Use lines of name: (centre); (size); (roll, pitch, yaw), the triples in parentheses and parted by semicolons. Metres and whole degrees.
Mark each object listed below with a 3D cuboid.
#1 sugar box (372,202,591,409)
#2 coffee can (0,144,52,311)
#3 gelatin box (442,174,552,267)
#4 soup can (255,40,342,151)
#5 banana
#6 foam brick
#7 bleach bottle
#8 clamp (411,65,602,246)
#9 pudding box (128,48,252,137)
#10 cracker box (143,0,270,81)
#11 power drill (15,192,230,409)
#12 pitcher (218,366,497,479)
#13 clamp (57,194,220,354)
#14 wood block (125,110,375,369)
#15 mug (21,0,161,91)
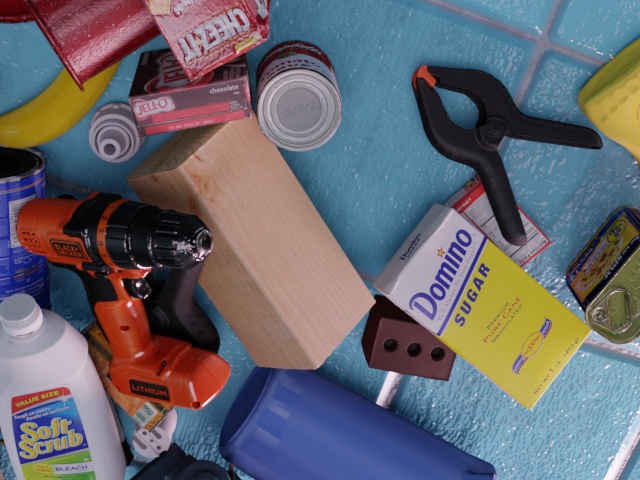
sugar box: (0.141, 0.057, 0.922); (0.176, 0.048, 0.093); (38, 87, -19)
coffee can: (-0.279, 0.000, 0.891); (0.102, 0.103, 0.140); (2, 112, -4)
gelatin box: (0.149, -0.008, 0.949); (0.073, 0.030, 0.089); (-42, 108, 12)
soup can: (-0.019, -0.117, 0.857); (0.068, 0.102, 0.068); (-1, 112, -2)
banana: (-0.208, -0.138, 0.874); (0.198, 0.037, 0.069); (-42, 107, 13)
foam brick: (0.082, 0.088, 0.972); (0.078, 0.051, 0.053); (10, 111, -7)
bleach bottle: (-0.233, 0.136, 0.902); (0.102, 0.068, 0.251); (-1, 137, 3)
clamp: (0.141, -0.078, 0.899); (0.171, 0.039, 0.120); (30, 80, -3)
pudding box: (-0.100, -0.124, 0.844); (0.090, 0.113, 0.039); (-9, 115, 1)
cracker box: (-0.111, -0.240, 0.769); (0.072, 0.164, 0.213); (-26, 111, 9)
power drill: (-0.137, 0.047, 0.839); (0.185, 0.057, 0.187); (7, 131, 35)
pitcher: (0.027, 0.214, 0.988); (0.242, 0.145, 0.149); (32, 90, -11)
clamp: (-0.131, 0.052, 0.916); (0.165, 0.036, 0.210); (9, 135, 39)
wood block: (-0.056, 0.001, 0.893); (0.090, 0.090, 0.206); (-46, 114, -31)
mug: (-0.175, -0.181, 0.792); (0.081, 0.093, 0.117); (-33, 123, -7)
